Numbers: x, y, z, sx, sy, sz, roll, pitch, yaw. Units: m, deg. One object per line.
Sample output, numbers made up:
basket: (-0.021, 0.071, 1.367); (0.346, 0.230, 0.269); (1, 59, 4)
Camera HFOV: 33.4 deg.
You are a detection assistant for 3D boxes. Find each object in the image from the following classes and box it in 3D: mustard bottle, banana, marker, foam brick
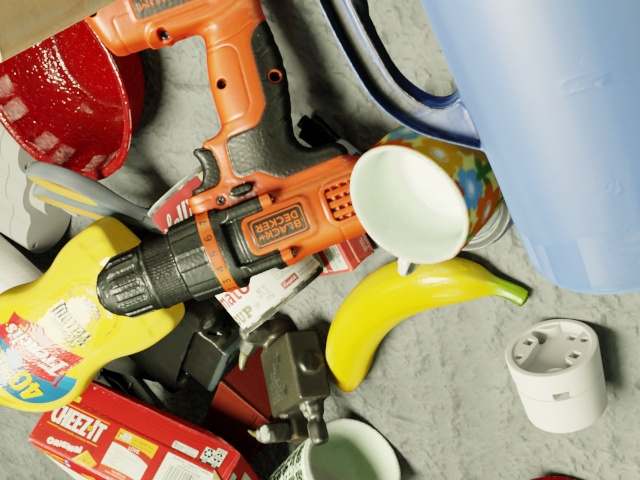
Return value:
mustard bottle: (-0.201, 0.072, 0.791); (0.192, 0.058, 0.096); (-35, 99, 16)
banana: (0.049, 0.053, 0.719); (0.069, 0.037, 0.198); (51, 140, -3)
marker: (0.033, -0.038, 0.674); (0.121, 0.020, 0.020); (41, 139, 9)
foam brick: (-0.055, 0.133, 0.862); (0.053, 0.051, 0.078); (38, 139, 10)

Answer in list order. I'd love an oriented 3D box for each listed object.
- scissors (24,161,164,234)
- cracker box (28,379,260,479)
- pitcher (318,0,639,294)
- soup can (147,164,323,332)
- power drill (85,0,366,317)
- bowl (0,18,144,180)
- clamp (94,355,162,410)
scissors: (-0.128, -0.020, 0.771); (0.202, 0.016, 0.096); (14, 166, 19)
cracker box: (-0.126, 0.202, 0.896); (0.164, 0.072, 0.213); (21, 158, 19)
pitcher: (0.103, -0.097, 0.482); (0.149, 0.144, 0.243); (16, 136, 55)
soup can: (-0.055, 0.001, 0.698); (0.102, 0.068, 0.069); (51, 140, 0)
power drill: (-0.072, -0.062, 0.635); (0.057, 0.184, 0.187); (-99, -12, -87)
bowl: (-0.179, -0.125, 0.764); (0.162, 0.055, 0.162); (23, 134, 26)
clamp: (-0.193, 0.105, 0.970); (0.171, 0.039, 0.120); (36, 138, 12)
